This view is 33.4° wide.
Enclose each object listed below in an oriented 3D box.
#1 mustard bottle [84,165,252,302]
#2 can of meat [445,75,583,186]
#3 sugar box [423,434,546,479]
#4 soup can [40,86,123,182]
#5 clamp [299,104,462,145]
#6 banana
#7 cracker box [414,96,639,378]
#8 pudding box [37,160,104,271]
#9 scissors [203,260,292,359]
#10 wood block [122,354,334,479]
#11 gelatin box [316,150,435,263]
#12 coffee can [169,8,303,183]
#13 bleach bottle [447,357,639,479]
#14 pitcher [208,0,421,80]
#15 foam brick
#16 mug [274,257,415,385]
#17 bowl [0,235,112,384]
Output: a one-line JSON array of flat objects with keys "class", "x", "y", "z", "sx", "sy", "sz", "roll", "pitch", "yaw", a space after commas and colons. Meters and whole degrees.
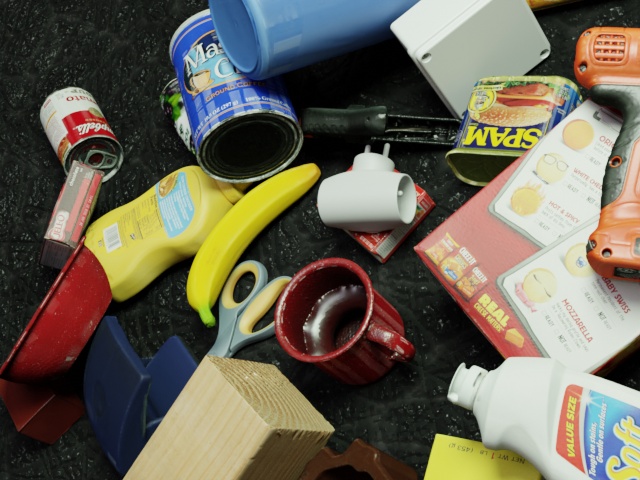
[{"class": "mustard bottle", "x": -0.147, "y": -0.021, "z": 1.080, "sx": 0.192, "sy": 0.058, "sz": 0.096, "roll": -31, "pitch": 48, "yaw": 14}, {"class": "can of meat", "x": 0.171, "y": -0.094, "z": 0.927, "sx": 0.102, "sy": 0.057, "sz": 0.084, "roll": 7, "pitch": 65, "yaw": 33}, {"class": "sugar box", "x": 0.109, "y": 0.239, "z": 0.785, "sx": 0.093, "sy": 0.048, "sz": 0.176, "roll": 4, "pitch": 65, "yaw": 34}, {"class": "soup can", "x": -0.271, "y": -0.119, "z": 1.205, "sx": 0.068, "sy": 0.068, "sz": 0.102, "roll": -40, "pitch": 50, "yaw": 6}, {"class": "clamp", "x": 0.035, "y": -0.108, "z": 0.986, "sx": 0.172, "sy": 0.120, "sz": 0.039, "roll": 5, "pitch": 86, "yaw": 38}, {"class": "banana", "x": -0.074, "y": -0.001, "z": 1.026, "sx": 0.070, "sy": 0.037, "sz": 0.197, "roll": 20, "pitch": 65, "yaw": 30}, {"class": "cracker box", "x": 0.207, "y": 0.003, "z": 0.818, "sx": 0.214, "sy": 0.072, "sz": 0.164, "roll": -41, "pitch": 69, "yaw": 5}, {"class": "pudding box", "x": -0.264, "y": -0.023, "z": 1.127, "sx": 0.114, "sy": 0.039, "sz": 0.090, "roll": 134, "pitch": 155, "yaw": -67}, {"class": "scissors", "x": -0.102, "y": 0.096, "z": 1.015, "sx": 0.202, "sy": 0.016, "sz": 0.096, "roll": -41, "pitch": 49, "yaw": 6}, {"class": "wood block", "x": -0.094, "y": 0.204, "z": 0.866, "sx": 0.090, "sy": 0.090, "sz": 0.206, "roll": 42, "pitch": 105, "yaw": 35}, {"class": "gelatin box", "x": 0.050, "y": -0.033, "z": 0.983, "sx": 0.073, "sy": 0.030, "sz": 0.089, "roll": -48, "pitch": 51, "yaw": 0}, {"class": "coffee can", "x": -0.083, "y": -0.141, "z": 1.034, "sx": 0.103, "sy": 0.102, "sz": 0.140, "roll": -28, "pitch": 56, "yaw": 16}, {"class": "bleach bottle", "x": 0.202, "y": 0.152, "z": 0.718, "sx": 0.251, "sy": 0.068, "sz": 0.102, "roll": 22, "pitch": 77, "yaw": 20}, {"class": "pitcher", "x": 0.021, "y": -0.245, "z": 0.980, "sx": 0.242, "sy": 0.145, "sz": 0.149, "roll": -25, "pitch": 65, "yaw": -22}, {"class": "foam brick", "x": -0.281, "y": 0.156, "z": 1.069, "sx": 0.053, "sy": 0.051, "sz": 0.078, "roll": -44, "pitch": 51, "yaw": 2}, {"class": "mug", "x": 0.030, "y": 0.076, "z": 0.902, "sx": 0.117, "sy": 0.081, "sz": 0.093, "roll": 15, "pitch": 73, "yaw": 37}, {"class": "bowl", "x": -0.245, "y": 0.078, "z": 1.014, "sx": 0.162, "sy": 0.055, "sz": 0.162, "roll": -55, "pitch": 11, "yaw": 15}]
